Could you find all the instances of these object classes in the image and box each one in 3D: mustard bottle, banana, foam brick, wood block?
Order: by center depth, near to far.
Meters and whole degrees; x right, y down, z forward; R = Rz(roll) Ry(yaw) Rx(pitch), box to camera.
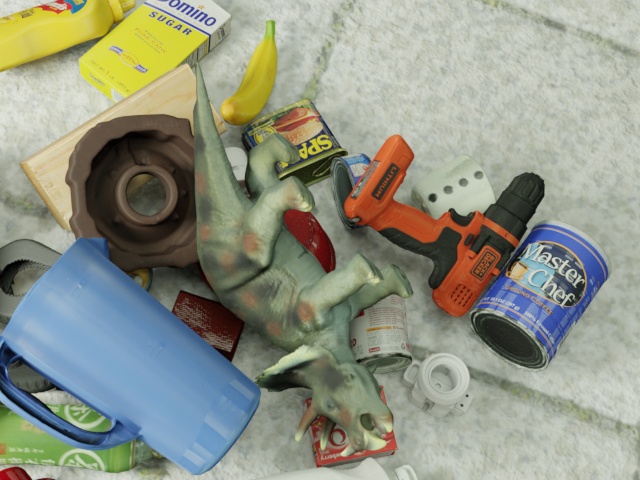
[{"bbox_3d":[-0.125,0.096,1.162,0.078,0.053,0.051,17,65,1],"label":"foam brick"},{"bbox_3d":[-0.221,-0.104,1.195,0.206,0.091,0.090,-35,104,-16],"label":"wood block"},{"bbox_3d":[-0.084,-0.184,1.266,0.037,0.069,0.197,-2,41,16],"label":"banana"},{"bbox_3d":[-0.313,-0.258,1.277,0.191,0.058,0.096,-23,29,-17],"label":"mustard bottle"}]

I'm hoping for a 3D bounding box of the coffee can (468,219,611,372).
[{"bbox_3d":[0.246,0.061,1.196,0.103,0.103,0.140,36,67,9],"label":"coffee can"}]

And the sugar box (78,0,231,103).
[{"bbox_3d":[-0.199,-0.239,1.302,0.093,0.048,0.176,38,69,8],"label":"sugar box"}]

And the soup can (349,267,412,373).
[{"bbox_3d":[0.063,0.090,1.180,0.068,0.068,0.102,-2,68,-8],"label":"soup can"}]

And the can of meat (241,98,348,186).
[{"bbox_3d":[-0.032,-0.110,1.261,0.102,0.057,0.084,-25,69,-17],"label":"can of meat"}]

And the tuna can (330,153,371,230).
[{"bbox_3d":[0.042,-0.057,1.231,0.033,0.086,0.086,-13,69,-15],"label":"tuna can"}]

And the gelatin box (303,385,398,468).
[{"bbox_3d":[0.032,0.200,1.148,0.089,0.030,0.073,-9,68,-11],"label":"gelatin box"}]

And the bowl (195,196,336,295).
[{"bbox_3d":[-0.058,0.001,1.189,0.162,0.055,0.162,6,51,-7],"label":"bowl"}]

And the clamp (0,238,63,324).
[{"bbox_3d":[-0.351,0.057,1.132,0.210,0.036,0.164,-2,69,14],"label":"clamp"}]

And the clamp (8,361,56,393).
[{"bbox_3d":[-0.315,0.136,1.070,0.171,0.039,0.120,-11,55,-17],"label":"clamp"}]

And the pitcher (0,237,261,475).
[{"bbox_3d":[-0.187,0.125,1.034,0.243,0.145,0.149,38,103,-5],"label":"pitcher"}]

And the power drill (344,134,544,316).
[{"bbox_3d":[0.136,-0.034,1.173,0.187,0.057,0.184,34,88,-10],"label":"power drill"}]
